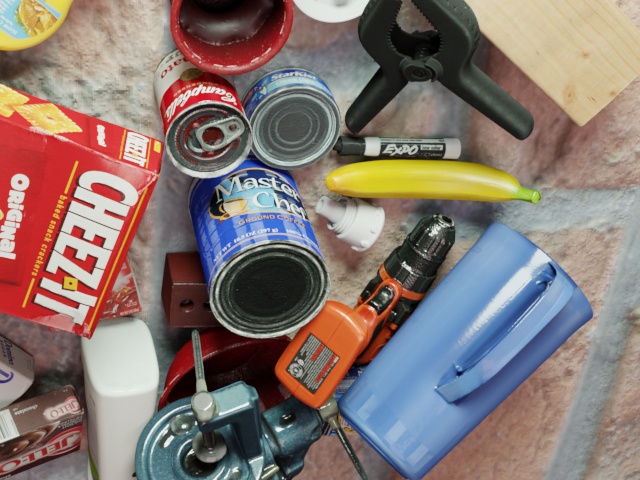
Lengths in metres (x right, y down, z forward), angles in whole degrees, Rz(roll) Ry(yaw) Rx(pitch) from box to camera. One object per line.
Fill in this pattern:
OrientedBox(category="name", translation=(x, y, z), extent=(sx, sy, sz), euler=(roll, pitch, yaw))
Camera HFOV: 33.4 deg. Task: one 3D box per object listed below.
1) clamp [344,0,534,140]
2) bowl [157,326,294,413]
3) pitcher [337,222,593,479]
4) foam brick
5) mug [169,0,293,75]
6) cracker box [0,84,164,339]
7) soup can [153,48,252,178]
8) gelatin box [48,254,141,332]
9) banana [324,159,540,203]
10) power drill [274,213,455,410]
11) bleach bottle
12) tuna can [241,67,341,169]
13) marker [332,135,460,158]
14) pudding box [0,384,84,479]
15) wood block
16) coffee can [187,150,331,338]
OrientedBox(category="clamp", translation=(0.074, -0.144, 0.859), extent=(0.165, 0.036, 0.210), euler=(-1, 150, 22))
OrientedBox(category="bowl", translation=(-0.089, 0.128, 1.055), extent=(0.162, 0.055, 0.162), euler=(-16, 143, -13))
OrientedBox(category="pitcher", translation=(0.135, 0.109, 1.012), extent=(0.242, 0.145, 0.149), euler=(-45, 142, -7))
OrientedBox(category="foam brick", translation=(-0.107, 0.046, 1.004), extent=(0.078, 0.051, 0.053), euler=(-1, 126, -15))
OrientedBox(category="mug", translation=(-0.076, -0.196, 0.812), extent=(0.093, 0.081, 0.117), euler=(-18, 129, -3))
OrientedBox(category="cracker box", translation=(-0.249, -0.031, 0.822), extent=(0.213, 0.072, 0.164), euler=(20, 116, -15))
OrientedBox(category="soup can", translation=(-0.097, -0.106, 0.861), extent=(0.068, 0.102, 0.068), euler=(-8, 128, -10))
OrientedBox(category="gelatin box", translation=(-0.216, 0.041, 0.983), extent=(0.089, 0.030, 0.073), euler=(-13, 128, -7))
OrientedBox(category="banana", translation=(0.098, -0.056, 0.980), extent=(0.197, 0.070, 0.037), euler=(2, 93, -8))
OrientedBox(category="power drill", translation=(0.046, 0.066, 0.993), extent=(0.187, 0.057, 0.185), euler=(-28, 153, -58))
OrientedBox(category="bleach bottle", translation=(-0.206, 0.199, 1.073), extent=(0.068, 0.102, 0.251), euler=(-4, 133, -19))
OrientedBox(category="tuna can", translation=(-0.026, -0.104, 0.926), extent=(0.086, 0.034, 0.086), euler=(-8, 128, -10))
OrientedBox(category="marker", translation=(0.070, -0.085, 0.977), extent=(0.121, 0.020, 0.020), euler=(0, 126, -16))
OrientedBox(category="pudding box", translation=(-0.288, 0.191, 1.035), extent=(0.113, 0.039, 0.090), euler=(-16, 151, -25))
OrientedBox(category="wood block", translation=(0.173, -0.199, 0.876), extent=(0.205, 0.091, 0.090), euler=(35, 111, -33))
OrientedBox(category="coffee can", translation=(-0.056, 0.001, 0.928), extent=(0.102, 0.140, 0.103), euler=(-8, 128, -10))
